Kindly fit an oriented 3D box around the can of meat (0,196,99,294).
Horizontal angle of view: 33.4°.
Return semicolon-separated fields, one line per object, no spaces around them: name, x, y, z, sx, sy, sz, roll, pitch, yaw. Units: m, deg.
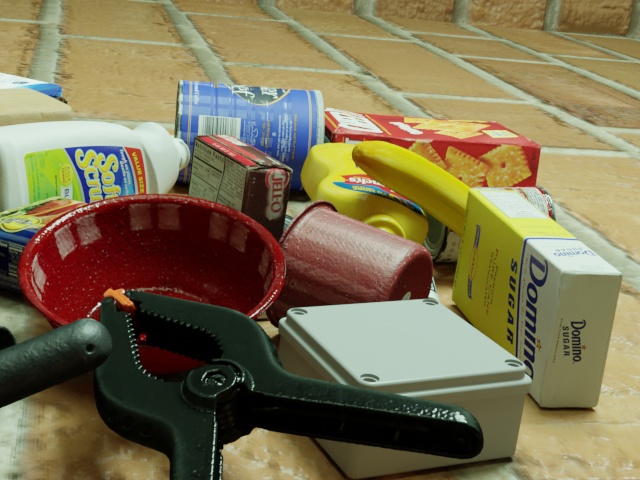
can of meat;-0.179;0.007;0.756;0.084;0.057;0.101;13;19;26

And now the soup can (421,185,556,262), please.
soup can;0.141;-0.014;0.916;0.102;0.068;0.068;1;19;-17

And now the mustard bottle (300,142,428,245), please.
mustard bottle;0.038;-0.024;0.871;0.096;0.058;0.191;20;18;-12

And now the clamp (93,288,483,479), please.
clamp;-0.053;0.086;0.507;0.210;0.036;0.164;28;45;36

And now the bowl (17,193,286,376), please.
bowl;-0.103;0.034;0.664;0.162;0.055;0.162;4;33;-3

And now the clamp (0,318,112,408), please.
clamp;-0.183;0.078;0.502;0.120;0.039;0.171;-19;10;42

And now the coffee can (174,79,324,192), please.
coffee can;-0.073;-0.102;1.055;0.140;0.103;0.103;3;18;-9

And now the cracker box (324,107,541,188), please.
cracker box;0.102;-0.091;1.122;0.213;0.072;0.164;4;14;-9

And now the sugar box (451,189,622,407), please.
sugar box;0.140;0.033;0.727;0.048;0.093;0.176;2;18;-10

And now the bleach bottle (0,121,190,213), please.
bleach bottle;-0.193;-0.060;0.879;0.068;0.102;0.250;11;18;28

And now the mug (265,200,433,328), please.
mug;0.025;0.034;0.717;0.082;0.093;0.117;21;-14;26

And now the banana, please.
banana;0.102;-0.027;0.832;0.197;0.037;0.069;35;13;-17

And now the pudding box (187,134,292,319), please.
pudding box;-0.063;-0.011;0.758;0.039;0.113;0.090;1;19;-32
